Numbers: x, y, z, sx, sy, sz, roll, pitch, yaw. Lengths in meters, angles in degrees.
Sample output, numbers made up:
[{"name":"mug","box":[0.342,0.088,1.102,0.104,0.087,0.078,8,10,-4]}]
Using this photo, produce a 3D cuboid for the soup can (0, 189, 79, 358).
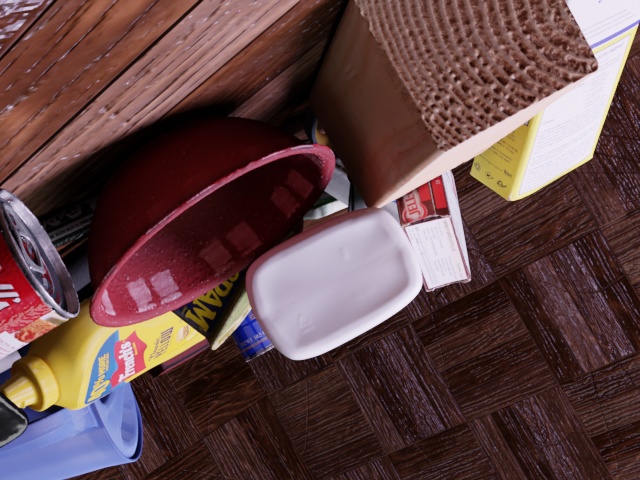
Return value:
[{"name":"soup can","box":[-0.174,0.030,0.495,0.102,0.068,0.068,-29,178,0]}]

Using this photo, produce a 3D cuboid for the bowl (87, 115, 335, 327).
[{"name":"bowl","box":[-0.072,-0.020,0.598,0.162,0.055,0.162,-34,166,-10]}]

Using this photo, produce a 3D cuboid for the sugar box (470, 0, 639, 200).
[{"name":"sugar box","box":[0.156,-0.116,0.686,0.093,0.048,0.176,-28,141,-33]}]

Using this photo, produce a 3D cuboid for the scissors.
[{"name":"scissors","box":[0.015,-0.051,0.774,0.096,0.016,0.202,-13,142,-32]}]

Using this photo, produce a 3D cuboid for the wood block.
[{"name":"wood block","box":[0.061,-0.087,0.594,0.090,0.090,0.206,-29,178,-8]}]

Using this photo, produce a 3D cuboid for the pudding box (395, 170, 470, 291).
[{"name":"pudding box","box":[0.075,-0.028,0.754,0.039,0.090,0.113,-13,152,11]}]

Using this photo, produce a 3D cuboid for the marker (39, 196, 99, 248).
[{"name":"marker","box":[-0.148,-0.007,0.613,0.120,0.020,0.020,-29,177,-34]}]

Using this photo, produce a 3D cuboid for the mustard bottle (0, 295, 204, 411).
[{"name":"mustard bottle","box":[-0.161,0.077,0.812,0.191,0.058,0.096,-29,152,-41]}]

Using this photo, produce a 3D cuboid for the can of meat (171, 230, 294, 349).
[{"name":"can of meat","box":[-0.078,0.011,0.729,0.057,0.084,0.102,-47,171,-50]}]

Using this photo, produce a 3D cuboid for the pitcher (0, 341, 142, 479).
[{"name":"pitcher","box":[-0.285,0.161,0.908,0.243,0.145,0.149,-19,142,3]}]

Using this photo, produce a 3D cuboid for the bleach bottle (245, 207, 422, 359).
[{"name":"bleach bottle","box":[0.009,0.023,0.728,0.102,0.068,0.251,-27,180,0]}]
